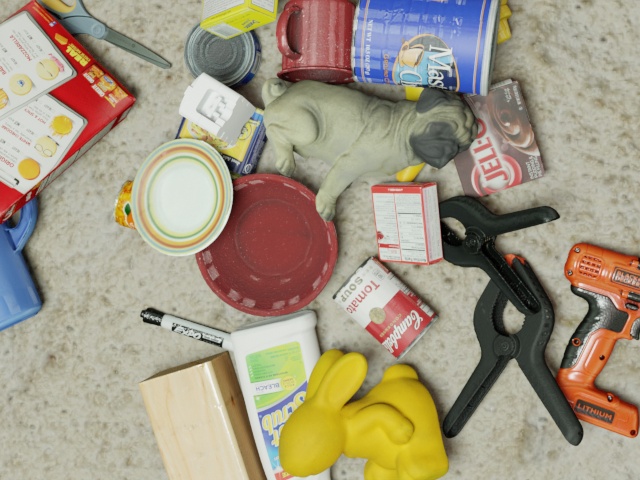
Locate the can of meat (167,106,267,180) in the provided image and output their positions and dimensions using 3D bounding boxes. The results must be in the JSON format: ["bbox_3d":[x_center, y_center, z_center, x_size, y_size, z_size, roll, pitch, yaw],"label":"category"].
[{"bbox_3d":[-0.111,-0.120,1.210,0.102,0.057,0.084,22,94,7],"label":"can of meat"}]

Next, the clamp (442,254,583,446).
[{"bbox_3d":[0.216,0.121,1.150,0.165,0.036,0.210,4,83,39],"label":"clamp"}]

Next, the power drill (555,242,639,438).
[{"bbox_3d":[0.333,0.112,1.148,0.184,0.057,0.188,18,93,12],"label":"power drill"}]

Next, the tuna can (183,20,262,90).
[{"bbox_3d":[-0.112,-0.214,1.217,0.086,0.033,0.086,0,93,9],"label":"tuna can"}]

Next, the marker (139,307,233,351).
[{"bbox_3d":[-0.153,0.103,1.245,0.121,0.020,0.020,17,95,9],"label":"marker"}]

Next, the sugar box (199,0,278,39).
[{"bbox_3d":[-0.082,-0.317,1.162,0.094,0.048,0.176,-6,72,48],"label":"sugar box"}]

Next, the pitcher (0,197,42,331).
[{"bbox_3d":[-0.409,-0.011,1.231,0.149,0.144,0.243,-22,93,49],"label":"pitcher"}]

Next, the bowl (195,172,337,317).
[{"bbox_3d":[-0.058,0.001,1.201,0.162,0.055,0.162,1,101,7],"label":"bowl"}]

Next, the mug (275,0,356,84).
[{"bbox_3d":[-0.008,-0.220,1.163,0.093,0.117,0.081,-1,87,40],"label":"mug"}]

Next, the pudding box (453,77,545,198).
[{"bbox_3d":[0.185,-0.110,1.159,0.090,0.039,0.113,-18,103,9],"label":"pudding box"}]

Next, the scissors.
[{"bbox_3d":[-0.277,-0.236,1.253,0.202,0.016,0.096,43,100,5],"label":"scissors"}]

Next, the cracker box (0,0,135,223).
[{"bbox_3d":[-0.339,-0.140,1.179,0.164,0.072,0.213,45,62,-3],"label":"cracker box"}]

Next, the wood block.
[{"bbox_3d":[-0.123,0.241,1.211,0.090,0.090,0.206,-18,89,9],"label":"wood block"}]

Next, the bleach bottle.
[{"bbox_3d":[-0.025,0.212,1.209,0.102,0.068,0.251,-14,93,9],"label":"bleach bottle"}]

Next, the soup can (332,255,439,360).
[{"bbox_3d":[0.072,0.074,1.183,0.102,0.068,0.068,43,98,6],"label":"soup can"}]

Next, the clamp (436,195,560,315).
[{"bbox_3d":[0.178,-0.009,1.139,0.172,0.039,0.120,32,117,29],"label":"clamp"}]

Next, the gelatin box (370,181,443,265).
[{"bbox_3d":[0.096,-0.019,1.171,0.073,0.030,0.089,3,105,45],"label":"gelatin box"}]

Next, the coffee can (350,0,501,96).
[{"bbox_3d":[0.110,-0.208,1.106,0.140,0.102,0.103,8,94,11],"label":"coffee can"}]
